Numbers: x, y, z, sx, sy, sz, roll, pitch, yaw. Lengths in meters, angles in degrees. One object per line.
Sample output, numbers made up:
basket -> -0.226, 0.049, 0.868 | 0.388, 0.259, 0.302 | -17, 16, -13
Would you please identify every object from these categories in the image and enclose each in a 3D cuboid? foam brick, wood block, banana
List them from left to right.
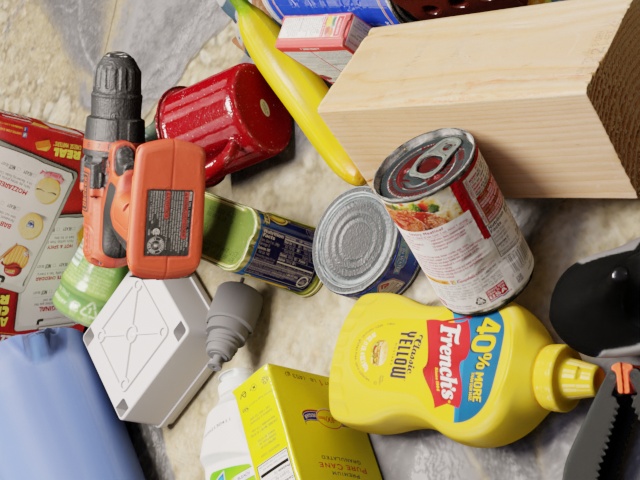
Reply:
banana -> -0.016, -0.117, 0.856 | 0.037, 0.069, 0.198 | -40, 74, 17
foam brick -> 0.094, -0.181, 0.713 | 0.078, 0.052, 0.051 | -5, 72, 43
wood block -> 0.114, -0.089, 0.695 | 0.207, 0.090, 0.090 | 3, 51, 45

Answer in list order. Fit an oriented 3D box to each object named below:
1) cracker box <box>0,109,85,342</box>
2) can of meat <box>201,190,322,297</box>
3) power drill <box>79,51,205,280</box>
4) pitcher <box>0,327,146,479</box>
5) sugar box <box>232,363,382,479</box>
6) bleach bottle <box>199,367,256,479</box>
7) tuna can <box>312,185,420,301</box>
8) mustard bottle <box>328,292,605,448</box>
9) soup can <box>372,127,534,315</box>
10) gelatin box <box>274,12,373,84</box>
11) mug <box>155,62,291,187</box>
cracker box -> -0.282, -0.007, 0.999 | 0.072, 0.163, 0.214 | 26, 100, 44
can of meat -> -0.056, 0.001, 0.849 | 0.102, 0.083, 0.057 | 19, 90, 46
power drill -> -0.146, -0.054, 0.849 | 0.188, 0.057, 0.184 | -153, 64, -63
pitcher -> -0.216, 0.208, 0.916 | 0.145, 0.149, 0.243 | -40, 54, 8
sugar box -> 0.004, 0.174, 0.727 | 0.048, 0.093, 0.176 | -41, 52, 27
bleach bottle -> -0.036, 0.206, 0.778 | 0.103, 0.068, 0.251 | -35, 52, 30
tuna can -> 0.035, 0.003, 0.797 | 0.086, 0.033, 0.086 | -17, 65, 40
mustard bottle -> 0.095, 0.084, 0.694 | 0.192, 0.058, 0.096 | -1, 65, 43
soup can -> 0.085, -0.011, 0.670 | 0.069, 0.102, 0.068 | -24, 32, 16
gelatin box -> 0.022, -0.143, 0.820 | 0.073, 0.089, 0.030 | 10, 80, 45
mug -> -0.082, -0.092, 0.895 | 0.082, 0.093, 0.117 | -18, 33, 34
